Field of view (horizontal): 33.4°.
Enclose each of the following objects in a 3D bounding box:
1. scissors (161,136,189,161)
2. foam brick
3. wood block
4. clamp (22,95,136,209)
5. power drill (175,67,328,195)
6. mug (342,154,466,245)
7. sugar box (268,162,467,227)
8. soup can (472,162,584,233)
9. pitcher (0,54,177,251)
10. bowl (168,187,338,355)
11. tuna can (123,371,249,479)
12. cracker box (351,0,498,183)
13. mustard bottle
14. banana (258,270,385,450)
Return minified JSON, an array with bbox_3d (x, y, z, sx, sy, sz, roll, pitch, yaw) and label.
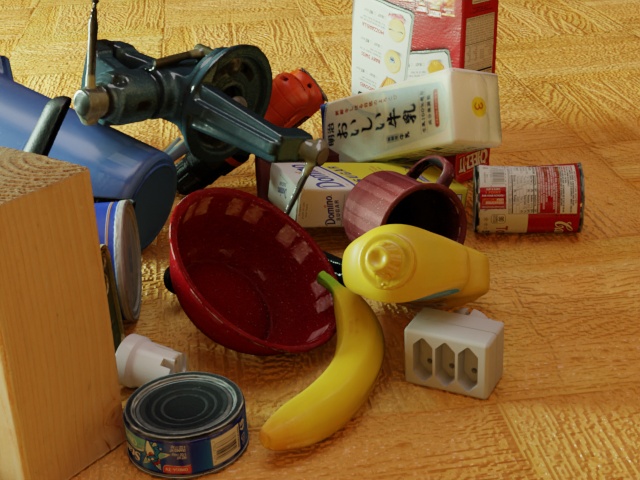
[{"bbox_3d":[-0.171,-0.083,1.174,0.096,0.016,0.201,-33,15,18],"label":"scissors"},{"bbox_3d":[-0.025,-0.067,1.131,0.078,0.051,0.053,-14,27,-23],"label":"foam brick"},{"bbox_3d":[-0.201,0.053,0.706,0.090,0.206,0.090,14,30,32],"label":"wood block"},{"bbox_3d":[-0.252,-0.035,0.955,0.172,0.120,0.039,-36,4,18],"label":"clamp"},{"bbox_3d":[-0.074,-0.126,1.199,0.185,0.057,0.187,-36,6,20],"label":"power drill"},{"bbox_3d":[0.078,-0.027,0.970,0.093,0.117,0.082,30,1,-32],"label":"mug"},{"bbox_3d":[0.045,-0.047,1.053,0.176,0.048,0.093,1,20,-21],"label":"sugar box"},{"bbox_3d":[0.200,-0.041,1.031,0.102,0.068,0.068,0,25,6],"label":"soup can"},{"bbox_3d":[-0.271,-0.065,1.043,0.243,0.149,0.144,23,36,16],"label":"pitcher"},{"bbox_3d":[-0.062,0.036,0.856,0.162,0.055,0.162,26,37,-22],"label":"bowl"},{"bbox_3d":[-0.093,0.127,0.742,0.086,0.034,0.086,-2,25,1],"label":"tuna can"},{"bbox_3d":[0.113,-0.187,1.182,0.071,0.214,0.164,-21,31,-38],"label":"cracker box"},{"bbox_3d":[0.069,0.022,0.821,0.096,0.058,0.191,-1,-6,18],"label":"mustard bottle"},{"bbox_3d":[0.010,0.094,0.788,0.069,0.037,0.197,12,33,6],"label":"banana"}]
